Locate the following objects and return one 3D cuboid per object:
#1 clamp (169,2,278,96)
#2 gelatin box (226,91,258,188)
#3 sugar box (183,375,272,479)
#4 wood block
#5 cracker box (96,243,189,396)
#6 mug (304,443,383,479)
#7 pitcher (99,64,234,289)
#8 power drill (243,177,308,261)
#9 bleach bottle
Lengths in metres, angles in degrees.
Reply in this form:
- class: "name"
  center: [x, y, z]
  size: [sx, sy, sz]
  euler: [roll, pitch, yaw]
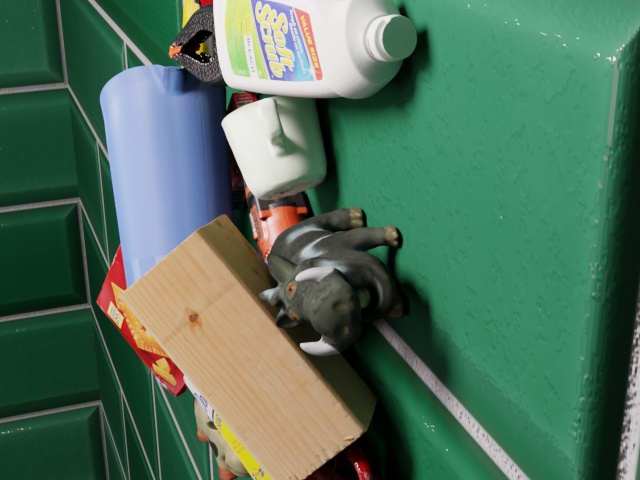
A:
- class: "clamp"
  center: [-0.077, -0.195, 0.998]
  size: [0.172, 0.039, 0.120]
  euler: [12, 102, 38]
- class: "gelatin box"
  center: [-0.083, -0.108, 1.153]
  size: [0.089, 0.030, 0.073]
  euler: [124, 135, -64]
- class: "sugar box"
  center: [-0.079, 0.201, 1.156]
  size: [0.176, 0.048, 0.093]
  euler: [51, 156, 7]
- class: "wood block"
  center: [-0.055, 0.090, 0.878]
  size: [0.206, 0.091, 0.090]
  euler: [51, -167, -1]
- class: "cracker box"
  center: [-0.177, 0.077, 1.262]
  size: [0.164, 0.072, 0.214]
  euler: [50, 148, 7]
- class: "mug"
  center: [0.030, 0.223, 0.873]
  size: [0.082, 0.093, 0.117]
  euler: [-145, 52, -60]
- class: "pitcher"
  center: [-0.151, -0.045, 1.094]
  size: [0.149, 0.145, 0.243]
  euler: [30, -134, -56]
- class: "power drill"
  center: [-0.057, 0.001, 1.080]
  size: [0.188, 0.057, 0.184]
  euler: [106, 155, -55]
- class: "bleach bottle"
  center: [-0.005, -0.161, 0.819]
  size: [0.251, 0.068, 0.102]
  euler: [17, 114, 62]
